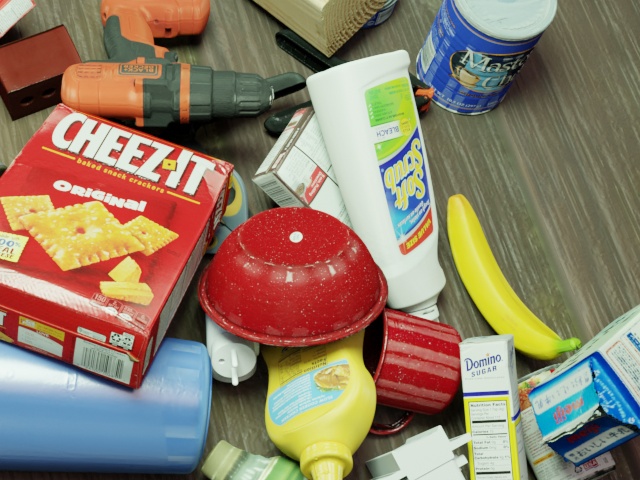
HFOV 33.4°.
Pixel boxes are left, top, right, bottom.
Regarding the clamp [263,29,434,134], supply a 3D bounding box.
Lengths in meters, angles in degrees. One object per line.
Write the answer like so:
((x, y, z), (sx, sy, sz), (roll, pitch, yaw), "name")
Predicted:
((0.024, -0.143, 1.068), (0.171, 0.039, 0.120), (14, 70, 3), "clamp")

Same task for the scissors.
((-0.056, 0.001, 0.976), (0.202, 0.016, 0.096), (29, 97, 4), "scissors")

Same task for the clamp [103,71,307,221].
((-0.127, -0.096, 1.012), (0.210, 0.036, 0.164), (9, 77, -1), "clamp")

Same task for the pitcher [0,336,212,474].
((-0.213, 0.113, 0.854), (0.242, 0.149, 0.145), (7, 21, -12), "pitcher")

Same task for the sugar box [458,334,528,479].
((0.145, 0.168, 0.884), (0.048, 0.093, 0.176), (-8, 85, 13), "sugar box")

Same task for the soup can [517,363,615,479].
((0.207, 0.168, 0.941), (0.068, 0.069, 0.102), (-18, 70, -18), "soup can")

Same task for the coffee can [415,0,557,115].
((0.162, -0.204, 1.064), (0.102, 0.140, 0.103), (4, 65, -9), "coffee can")

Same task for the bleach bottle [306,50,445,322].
((0.067, -0.041, 0.979), (0.102, 0.068, 0.251), (-22, 97, -44), "bleach bottle")

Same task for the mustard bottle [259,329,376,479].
((-0.001, 0.124, 0.879), (0.096, 0.058, 0.191), (-27, 41, 19), "mustard bottle")

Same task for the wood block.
((-0.040, -0.291, 1.068), (0.206, 0.090, 0.090), (40, 76, 19), "wood block")

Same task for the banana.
((0.169, 0.045, 0.991), (0.037, 0.070, 0.198), (-5, 47, -40), "banana")

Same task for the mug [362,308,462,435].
((0.068, 0.116, 0.931), (0.081, 0.093, 0.117), (15, 99, -19), "mug")

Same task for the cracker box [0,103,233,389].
((-0.179, -0.004, 0.849), (0.164, 0.072, 0.213), (20, 43, 1), "cracker box")

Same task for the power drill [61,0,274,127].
((-0.138, -0.174, 0.984), (0.184, 0.057, 0.187), (2, 39, -8), "power drill")

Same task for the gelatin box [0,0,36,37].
((-0.322, -0.209, 1.009), (0.089, 0.030, 0.073), (10, 52, 44), "gelatin box")

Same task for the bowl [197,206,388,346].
((-0.023, 0.018, 0.888), (0.162, 0.055, 0.162), (1, 34, -1), "bowl")

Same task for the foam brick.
((-0.267, -0.159, 1.010), (0.078, 0.053, 0.051), (-25, 72, -19), "foam brick")

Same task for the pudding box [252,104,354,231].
((0.004, -0.057, 0.999), (0.113, 0.039, 0.090), (44, 60, -24), "pudding box")
